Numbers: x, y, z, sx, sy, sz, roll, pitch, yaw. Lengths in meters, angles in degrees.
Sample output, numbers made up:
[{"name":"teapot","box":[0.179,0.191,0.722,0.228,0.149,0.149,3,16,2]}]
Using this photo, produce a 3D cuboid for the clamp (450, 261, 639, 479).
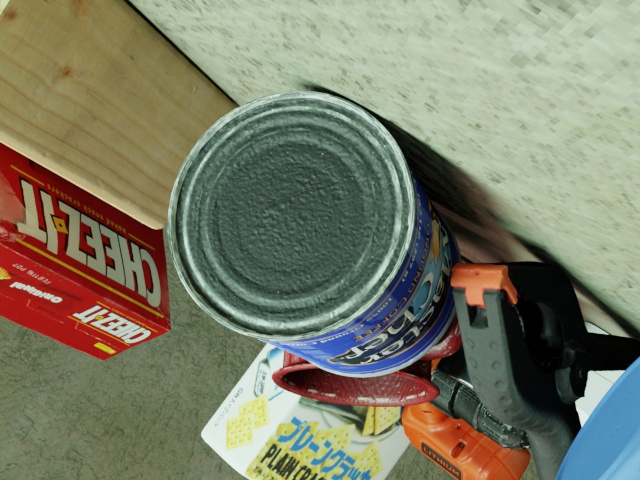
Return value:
[{"name":"clamp","box":[0.111,0.074,0.520,0.039,0.120,0.171,-8,146,41]}]

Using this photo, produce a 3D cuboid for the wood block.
[{"name":"wood block","box":[-0.138,-0.088,0.559,0.091,0.090,0.206,32,177,24]}]

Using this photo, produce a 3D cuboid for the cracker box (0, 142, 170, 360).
[{"name":"cracker box","box":[-0.180,-0.048,0.722,0.164,0.072,0.214,36,-143,-50]}]

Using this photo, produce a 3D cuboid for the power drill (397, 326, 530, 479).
[{"name":"power drill","box":[0.099,0.117,0.770,0.185,0.057,0.187,37,163,38]}]

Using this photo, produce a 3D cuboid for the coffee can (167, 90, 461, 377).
[{"name":"coffee can","box":[0.005,0.004,0.484,0.103,0.103,0.140,31,177,19]}]

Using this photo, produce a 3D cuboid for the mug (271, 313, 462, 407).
[{"name":"mug","box":[0.032,0.042,0.594,0.117,0.081,0.093,-13,153,40]}]
